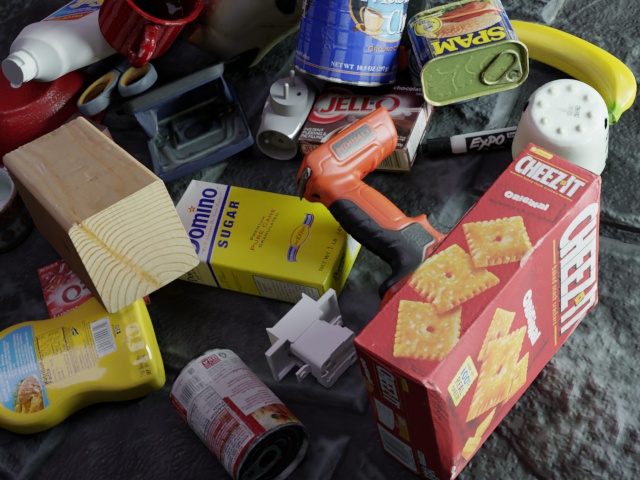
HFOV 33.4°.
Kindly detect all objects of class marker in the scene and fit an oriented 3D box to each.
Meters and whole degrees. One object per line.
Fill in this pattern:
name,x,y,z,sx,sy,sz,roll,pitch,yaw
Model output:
marker,0.156,-0.095,1.013,0.121,0.020,0.020,-7,50,9

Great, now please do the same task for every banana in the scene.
banana,0.241,-0.174,1.036,0.069,0.037,0.198,-11,38,-32

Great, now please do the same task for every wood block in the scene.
wood block,-0.202,-0.029,0.954,0.090,0.091,0.206,-31,33,-17

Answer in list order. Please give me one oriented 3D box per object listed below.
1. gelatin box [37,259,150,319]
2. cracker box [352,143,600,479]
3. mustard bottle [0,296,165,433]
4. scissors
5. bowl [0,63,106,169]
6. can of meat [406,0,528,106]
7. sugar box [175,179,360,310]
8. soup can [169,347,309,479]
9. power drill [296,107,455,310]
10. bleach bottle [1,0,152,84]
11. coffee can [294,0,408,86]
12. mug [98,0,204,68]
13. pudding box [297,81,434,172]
gelatin box,-0.209,0.042,0.985,0.089,0.030,0.073,-24,49,-5
cracker box,0.125,0.060,0.796,0.072,0.164,0.213,31,64,31
mustard bottle,-0.235,0.112,0.913,0.191,0.058,0.096,-20,64,-2
scissors,-0.197,-0.194,1.150,0.096,0.016,0.201,-9,34,27
bowl,-0.318,-0.151,1.158,0.162,0.055,0.162,-8,49,9
can of meat,0.138,-0.184,1.021,0.102,0.057,0.084,-13,46,2
sugar box,-0.056,0.001,0.970,0.176,0.048,0.093,11,55,21
soup can,-0.065,0.140,0.841,0.068,0.068,0.102,-36,51,-16
power drill,0.085,-0.025,0.913,0.184,0.057,0.188,-33,70,-24
bleach bottle,-0.238,-0.230,1.147,0.103,0.068,0.250,10,36,30
coffee can,0.034,-0.230,1.031,0.103,0.140,0.103,8,20,-3
mug,-0.176,-0.226,1.080,0.093,0.082,0.117,12,61,-25
pudding box,0.045,-0.113,1.042,0.114,0.039,0.090,9,52,20
